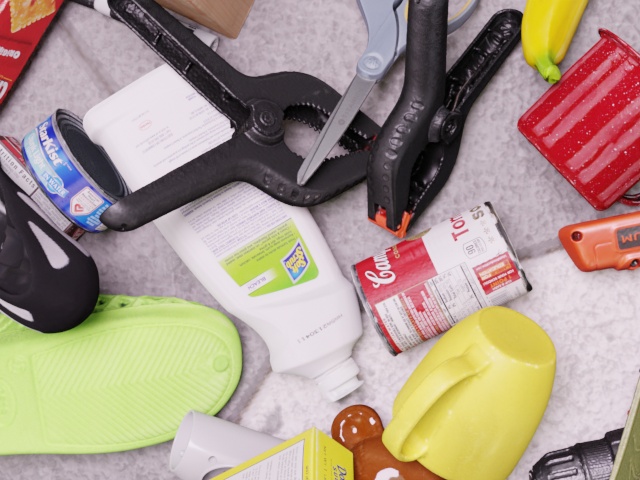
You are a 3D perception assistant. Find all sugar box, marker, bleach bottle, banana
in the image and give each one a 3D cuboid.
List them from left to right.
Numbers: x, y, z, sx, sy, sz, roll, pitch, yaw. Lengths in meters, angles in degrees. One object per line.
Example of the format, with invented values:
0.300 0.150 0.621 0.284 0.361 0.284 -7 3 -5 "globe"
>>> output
-0.130 -0.160 0.765 0.121 0.020 0.020 24 94 9 "marker"
-0.058 0.196 0.675 0.176 0.093 0.048 -33 125 29 "sugar box"
-0.055 0.001 0.728 0.102 0.068 0.251 -31 87 -2 "bleach bottle"
0.177 -0.184 0.691 0.037 0.070 0.198 29 84 -30 "banana"

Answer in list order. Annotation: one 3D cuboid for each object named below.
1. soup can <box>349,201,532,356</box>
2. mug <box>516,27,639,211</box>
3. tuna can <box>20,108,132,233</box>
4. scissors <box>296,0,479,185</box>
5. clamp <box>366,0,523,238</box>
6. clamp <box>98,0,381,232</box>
0.080 0.025 0.704 0.102 0.068 0.068 -26 86 8 "soup can"
0.188 -0.067 0.683 0.081 0.093 0.117 -44 120 11 "mug"
-0.166 -0.047 0.737 0.034 0.086 0.086 -36 84 9 "tuna can"
0.025 -0.130 0.707 0.096 0.016 0.201 42 74 19 "scissors"
0.068 -0.087 0.688 0.039 0.120 0.171 29 98 40 "clamp"
-0.046 -0.063 0.683 0.209 0.036 0.164 16 64 -24 "clamp"
